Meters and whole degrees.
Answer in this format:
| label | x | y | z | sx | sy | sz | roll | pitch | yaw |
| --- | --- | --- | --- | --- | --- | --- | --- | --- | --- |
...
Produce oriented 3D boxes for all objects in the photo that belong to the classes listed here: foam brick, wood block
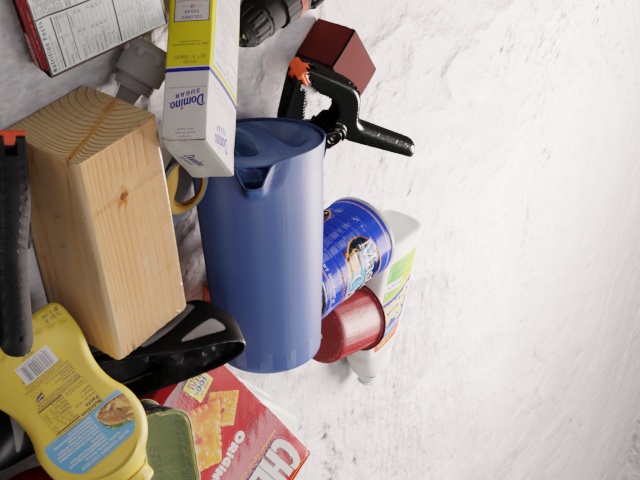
| label | x | y | z | sx | sy | sz | roll | pitch | yaw |
| --- | --- | --- | --- | --- | --- | --- | --- | --- | --- |
| foam brick | 0.018 | -0.194 | 1.164 | 0.051 | 0.053 | 0.078 | -60 | 150 | -13 |
| wood block | -0.187 | -0.013 | 0.914 | 0.090 | 0.090 | 0.206 | -40 | 141 | -38 |

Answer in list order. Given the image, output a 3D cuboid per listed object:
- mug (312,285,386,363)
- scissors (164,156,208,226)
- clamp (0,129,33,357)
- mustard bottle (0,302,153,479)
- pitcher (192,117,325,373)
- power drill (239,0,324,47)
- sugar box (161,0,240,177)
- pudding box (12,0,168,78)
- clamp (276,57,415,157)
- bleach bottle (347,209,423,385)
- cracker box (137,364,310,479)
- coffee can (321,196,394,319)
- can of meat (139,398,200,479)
| label | x | y | z | sx | sy | sz | roll | pitch | yaw |
| --- | --- | --- | --- | --- | --- | --- | --- | --- | --- |
| mug | 0.019 | 0.094 | 1.340 | 0.081 | 0.093 | 0.117 | -19 | 94 | -47 |
| scissors | -0.165 | -0.013 | 1.010 | 0.096 | 0.016 | 0.202 | 13 | 132 | -19 |
| clamp | -0.250 | 0.000 | 0.838 | 0.039 | 0.120 | 0.171 | 1 | 92 | -34 |
| mustard bottle | -0.204 | 0.153 | 0.909 | 0.096 | 0.191 | 0.058 | -40 | -175 | -18 |
| pitcher | -0.057 | 0.001 | 1.075 | 0.149 | 0.145 | 0.243 | -26 | 124 | -41 |
| power drill | -0.037 | -0.295 | 1.003 | 0.184 | 0.057 | 0.187 | -49 | 148 | -30 |
| sugar box | -0.101 | -0.151 | 0.918 | 0.093 | 0.048 | 0.176 | 58 | 35 | -71 |
| pudding box | -0.181 | -0.191 | 0.829 | 0.113 | 0.039 | 0.090 | -29 | 137 | -22 |
| clamp | 0.001 | -0.113 | 1.158 | 0.164 | 0.036 | 0.209 | -34 | 141 | 5 |
| bleach bottle | 0.080 | 0.089 | 1.452 | 0.102 | 0.068 | 0.251 | -35 | 139 | -43 |
| cracker box | -0.127 | 0.223 | 1.115 | 0.213 | 0.072 | 0.164 | 50 | 64 | -30 |
| coffee can | 0.006 | 0.023 | 1.242 | 0.140 | 0.103 | 0.103 | -35 | 138 | -43 |
| can of meat | -0.152 | 0.202 | 0.989 | 0.057 | 0.084 | 0.102 | -10 | 91 | -29 |
